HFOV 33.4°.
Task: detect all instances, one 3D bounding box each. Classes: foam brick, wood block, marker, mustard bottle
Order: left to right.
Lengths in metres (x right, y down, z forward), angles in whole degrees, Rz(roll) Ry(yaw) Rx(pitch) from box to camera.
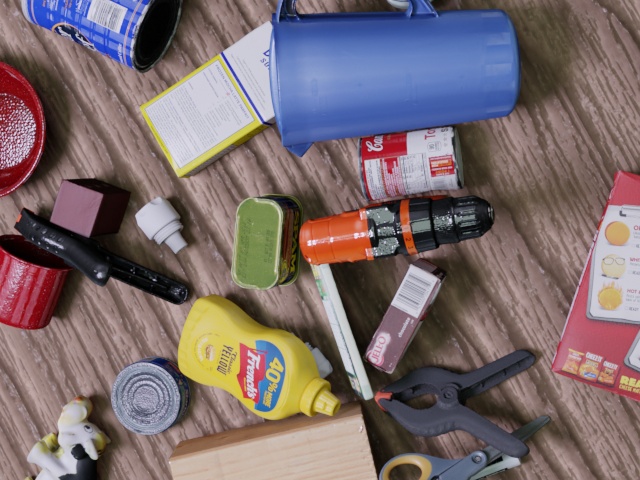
[{"bbox_3d":[-0.256,-0.038,1.190,0.053,0.078,0.051,21,99,10],"label":"foam brick"},{"bbox_3d":[-0.062,0.137,1.143,0.192,0.058,0.096,25,109,25],"label":"mustard bottle"},{"bbox_3d":[-0.046,0.242,1.135,0.206,0.090,0.091,-13,91,1],"label":"wood block"},{"bbox_3d":[0.156,0.253,1.146,0.121,0.020,0.020,-24,88,13],"label":"marker"}]

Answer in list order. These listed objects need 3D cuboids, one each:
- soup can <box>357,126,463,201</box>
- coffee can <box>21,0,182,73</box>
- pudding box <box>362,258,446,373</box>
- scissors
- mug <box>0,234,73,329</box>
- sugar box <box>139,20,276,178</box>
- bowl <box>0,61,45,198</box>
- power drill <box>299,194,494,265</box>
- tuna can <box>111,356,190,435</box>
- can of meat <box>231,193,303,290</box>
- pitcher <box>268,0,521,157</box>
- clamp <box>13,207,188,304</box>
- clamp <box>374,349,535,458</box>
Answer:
[{"bbox_3d":[0.095,-0.080,1.115,0.102,0.068,0.068,-6,92,12],"label":"soup can"},{"bbox_3d":[-0.236,-0.257,1.160,0.140,0.102,0.103,26,98,10],"label":"coffee can"},{"bbox_3d":[0.089,0.077,1.114,0.039,0.090,0.113,30,98,7],"label":"pudding box"},{"bbox_3d":[0.142,0.222,1.103,0.096,0.016,0.201,34,57,26],"label":"scissors"},{"bbox_3d":[-0.341,0.044,1.215,0.117,0.093,0.081,33,106,40],"label":"mug"},{"bbox_3d":[-0.101,-0.152,1.166,0.176,0.048,0.093,-31,87,9],"label":"sugar box"},{"bbox_3d":[-0.377,-0.126,1.222,0.162,0.055,0.162,1,93,12],"label":"bowl"},{"bbox_3d":[0.086,-0.015,1.060,0.184,0.187,0.057,-7,90,14],"label":"power drill"},{"bbox_3d":[-0.193,0.176,1.210,0.086,0.033,0.086,1,93,12],"label":"tuna can"},{"bbox_3d":[-0.057,0.001,1.145,0.057,0.084,0.102,5,94,12],"label":"can of meat"},{"bbox_3d":[0.069,-0.177,1.059,0.243,0.149,0.145,-5,73,-2],"label":"pitcher"},{"bbox_3d":[-0.254,0.017,1.183,0.210,0.164,0.036,25,89,33],"label":"clamp"},{"bbox_3d":[0.146,0.161,1.122,0.172,0.039,0.120,7,50,23],"label":"clamp"}]
